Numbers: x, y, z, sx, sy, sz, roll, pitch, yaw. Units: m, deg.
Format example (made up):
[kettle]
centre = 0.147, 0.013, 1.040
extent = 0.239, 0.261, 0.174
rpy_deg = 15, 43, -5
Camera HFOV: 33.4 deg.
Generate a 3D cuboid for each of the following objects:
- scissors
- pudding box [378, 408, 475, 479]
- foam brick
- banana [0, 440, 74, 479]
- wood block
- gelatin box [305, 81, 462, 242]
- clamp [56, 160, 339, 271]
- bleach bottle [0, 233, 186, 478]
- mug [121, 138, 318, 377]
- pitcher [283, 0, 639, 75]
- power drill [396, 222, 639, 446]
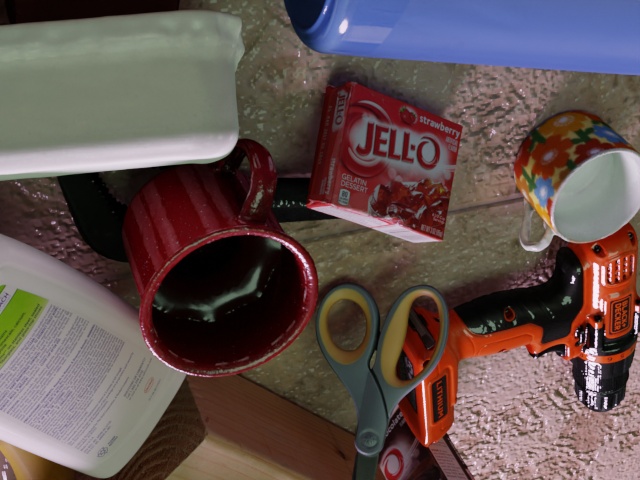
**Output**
[scissors]
centre = 0.018, 0.115, 0.700
extent = 0.202, 0.096, 0.016
rpy_deg = -64, 170, -3
[pudding box]
centre = 0.063, 0.196, 0.810
extent = 0.039, 0.090, 0.114
rpy_deg = 18, 116, -36
[foam brick]
centre = -0.108, -0.130, 0.500
extent = 0.078, 0.053, 0.051
rpy_deg = -6, 128, -19
[banana]
centre = -0.198, 0.128, 0.673
extent = 0.069, 0.037, 0.198
rpy_deg = -19, 131, -11
[wood block]
centre = -0.046, 0.164, 0.734
extent = 0.090, 0.091, 0.205
rpy_deg = -45, 130, 13
[gelatin box]
centre = 0.038, -0.044, 0.624
extent = 0.089, 0.030, 0.073
rpy_deg = 17, 79, -35
[clamp]
centre = -0.065, -0.019, 0.617
extent = 0.164, 0.036, 0.209
rpy_deg = -40, 132, 9
[bleach bottle]
centre = -0.157, 0.038, 0.521
extent = 0.102, 0.068, 0.250
rpy_deg = -58, 150, -13
[mug]
centre = -0.054, 0.001, 0.557
extent = 0.093, 0.081, 0.117
rpy_deg = 7, 120, -27
[pitcher]
centre = 0.107, -0.158, 0.537
extent = 0.242, 0.149, 0.145
rpy_deg = -2, 142, -19
[power drill]
centre = 0.147, 0.081, 0.781
extent = 0.187, 0.057, 0.184
rpy_deg = -20, 128, -12
